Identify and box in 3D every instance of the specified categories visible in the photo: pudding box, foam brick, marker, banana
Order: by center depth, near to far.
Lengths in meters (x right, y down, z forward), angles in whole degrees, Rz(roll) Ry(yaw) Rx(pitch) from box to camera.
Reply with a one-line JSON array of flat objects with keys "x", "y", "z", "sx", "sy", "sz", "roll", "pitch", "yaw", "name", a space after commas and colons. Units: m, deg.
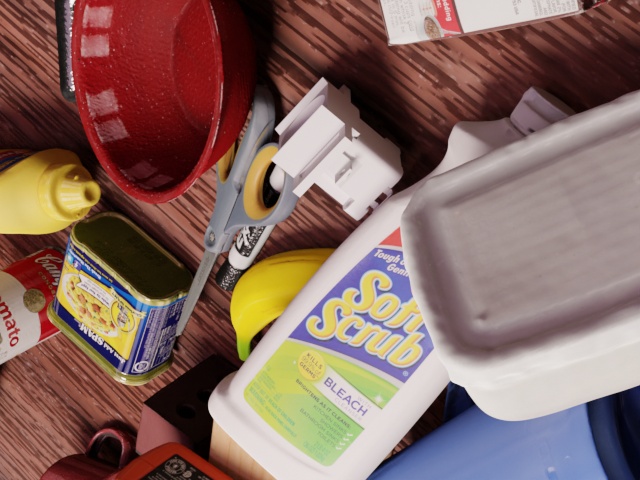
[{"x": 0.074, "y": -0.146, "z": 0.510, "sx": 0.114, "sy": 0.039, "sz": 0.090, "roll": -3, "pitch": 109, "yaw": 39, "name": "pudding box"}, {"x": 0.005, "y": 0.035, "z": 0.666, "sx": 0.198, "sy": 0.037, "sz": 0.069, "roll": -11, "pitch": 123, "yaw": 44, "name": "banana"}, {"x": -0.041, "y": -0.007, "z": 0.691, "sx": 0.020, "sy": 0.020, "sz": 0.121, "roll": 45, "pitch": 133, "yaw": 14, "name": "marker"}, {"x": -0.084, "y": 0.128, "z": 0.756, "sx": 0.053, "sy": 0.078, "sz": 0.051, "roll": 31, "pitch": 128, "yaw": 22, "name": "foam brick"}]

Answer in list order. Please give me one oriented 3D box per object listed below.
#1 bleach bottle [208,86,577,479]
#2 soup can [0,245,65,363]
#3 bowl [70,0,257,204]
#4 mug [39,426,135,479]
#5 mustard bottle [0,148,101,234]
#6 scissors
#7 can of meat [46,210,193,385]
[{"x": 0.044, "y": 0.023, "z": 0.571, "sx": 0.103, "sy": 0.068, "sz": 0.251, "roll": 40, "pitch": 112, "yaw": 14, "name": "bleach bottle"}, {"x": -0.240, "y": 0.054, "z": 0.833, "sx": 0.069, "sy": 0.102, "sz": 0.068, "roll": 19, "pitch": 122, "yaw": 33, "name": "soup can"}, {"x": -0.087, "y": -0.105, "z": 0.641, "sx": 0.162, "sy": 0.055, "sz": 0.162, "roll": 14, "pitch": 109, "yaw": 47, "name": "bowl"}, {"x": -0.184, "y": 0.213, "z": 0.886, "sx": 0.082, "sy": 0.093, "sz": 0.117, "roll": 7, "pitch": 85, "yaw": 43, "name": "mug"}, {"x": -0.229, "y": -0.037, "z": 0.781, "sx": 0.192, "sy": 0.096, "sz": 0.058, "roll": 4, "pitch": 112, "yaw": 39, "name": "mustard bottle"}, {"x": -0.054, "y": 0.001, "z": 0.678, "sx": 0.096, "sy": 0.016, "sz": 0.202, "roll": 44, "pitch": 128, "yaw": 46, "name": "scissors"}, {"x": -0.145, "y": 0.040, "z": 0.779, "sx": 0.102, "sy": 0.057, "sz": 0.084, "roll": 37, "pitch": 129, "yaw": 20, "name": "can of meat"}]
